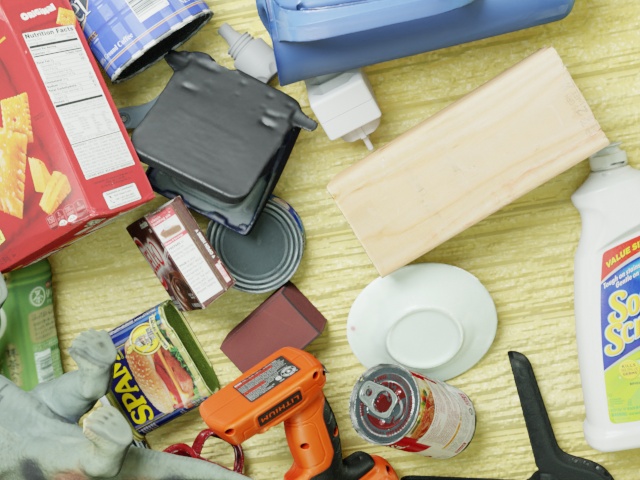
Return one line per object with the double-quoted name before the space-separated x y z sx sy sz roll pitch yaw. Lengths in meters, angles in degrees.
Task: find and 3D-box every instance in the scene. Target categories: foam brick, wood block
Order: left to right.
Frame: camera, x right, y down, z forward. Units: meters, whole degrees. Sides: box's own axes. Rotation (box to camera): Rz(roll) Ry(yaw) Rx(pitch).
"foam brick" -0.041 0.082 0.938 0.078 0.053 0.051 -42 94 12
"wood block" 0.118 -0.066 0.873 0.206 0.090 0.090 -31 95 11

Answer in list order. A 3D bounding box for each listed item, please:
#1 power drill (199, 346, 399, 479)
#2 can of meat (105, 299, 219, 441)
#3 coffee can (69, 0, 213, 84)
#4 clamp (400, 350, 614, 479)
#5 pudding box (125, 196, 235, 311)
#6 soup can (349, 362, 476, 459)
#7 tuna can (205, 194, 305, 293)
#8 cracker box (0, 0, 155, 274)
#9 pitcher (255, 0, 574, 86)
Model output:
"power drill" -0.032 0.199 0.901 0.184 0.057 0.187 -34 121 -21
"can of meat" -0.149 0.114 0.954 0.084 0.057 0.102 -29 97 7
"coffee can" -0.169 -0.214 0.869 0.103 0.102 0.140 -34 96 11
"clamp" 0.187 0.223 0.948 0.210 0.036 0.165 45 102 0
"pudding box" -0.120 0.013 0.903 0.039 0.114 0.090 -35 96 -19
"soup can" 0.080 0.146 0.904 0.069 0.102 0.068 -14 66 33
"tuna can" -0.056 0.001 0.933 0.086 0.033 0.086 1 101 6
"cracker box" -0.243 -0.096 0.852 0.164 0.071 0.214 -23 92 42
"pitcher" 0.070 -0.200 0.819 0.243 0.145 0.149 -10 68 0
